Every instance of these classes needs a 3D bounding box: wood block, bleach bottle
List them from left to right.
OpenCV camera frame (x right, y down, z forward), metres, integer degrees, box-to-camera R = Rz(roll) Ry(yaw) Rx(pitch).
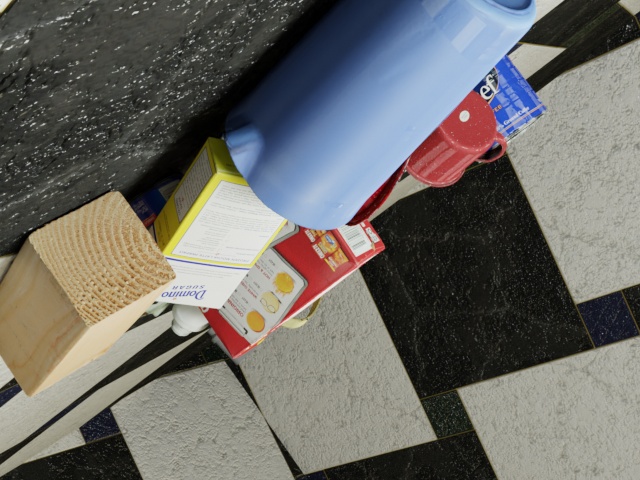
[{"bbox_3d":[-0.215,0.051,0.919,0.090,0.090,0.206,-33,176,-35],"label":"wood block"},{"bbox_3d":[-0.118,0.045,1.304,0.102,0.068,0.251,-30,168,-50],"label":"bleach bottle"}]

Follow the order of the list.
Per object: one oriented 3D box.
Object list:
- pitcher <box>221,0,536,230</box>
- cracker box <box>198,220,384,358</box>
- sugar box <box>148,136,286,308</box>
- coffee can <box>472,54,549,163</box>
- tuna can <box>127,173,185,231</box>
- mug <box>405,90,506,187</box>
[{"bbox_3d":[0.051,-0.125,0.809,0.243,0.145,0.149,-43,-166,39],"label":"pitcher"},{"bbox_3d":[-0.057,0.001,1.133,0.214,0.164,0.072,-39,173,37],"label":"cracker box"},{"bbox_3d":[-0.091,-0.011,0.921,0.093,0.048,0.176,10,140,-32],"label":"sugar box"},{"bbox_3d":[0.186,-0.177,1.256,0.103,0.140,0.103,-35,176,-3],"label":"coffee can"},{"bbox_3d":[-0.150,-0.025,0.980,0.086,0.034,0.086,-35,176,-3],"label":"tuna can"},{"bbox_3d":[0.152,-0.114,1.179,0.082,0.117,0.093,138,-35,-58],"label":"mug"}]
